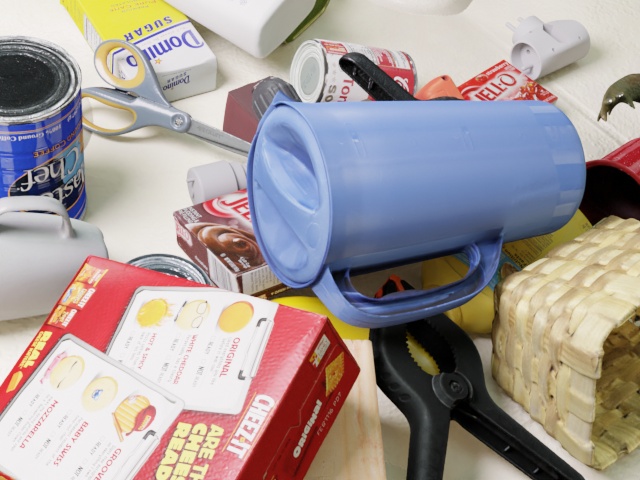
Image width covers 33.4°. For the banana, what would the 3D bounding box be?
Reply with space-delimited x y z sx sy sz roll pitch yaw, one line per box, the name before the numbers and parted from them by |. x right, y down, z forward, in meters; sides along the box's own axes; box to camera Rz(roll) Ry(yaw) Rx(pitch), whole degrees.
banana | 0.016 0.081 0.831 0.198 0.037 0.069 10 69 1

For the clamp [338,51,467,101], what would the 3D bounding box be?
clamp | 0.081 -0.077 0.889 0.171 0.039 0.120 16 84 -19

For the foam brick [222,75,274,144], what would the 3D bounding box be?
foam brick | -0.045 -0.103 0.972 0.052 0.051 0.078 -26 57 -29

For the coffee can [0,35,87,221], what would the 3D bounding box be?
coffee can | -0.241 -0.077 0.854 0.102 0.140 0.103 5 48 -6

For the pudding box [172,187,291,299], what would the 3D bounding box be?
pudding box | -0.056 0.001 0.869 0.089 0.039 0.114 -21 41 -25

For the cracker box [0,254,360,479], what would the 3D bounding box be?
cracker box | -0.104 0.109 0.679 0.214 0.072 0.164 12 61 36

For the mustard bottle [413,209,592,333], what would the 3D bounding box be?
mustard bottle | 0.141 0.024 0.886 0.191 0.058 0.096 -34 67 -33

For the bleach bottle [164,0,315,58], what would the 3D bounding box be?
bleach bottle | -0.131 -0.279 1.045 0.251 0.068 0.102 34 67 15

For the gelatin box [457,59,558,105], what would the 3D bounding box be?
gelatin box | 0.178 -0.135 1.055 0.089 0.030 0.073 -31 60 -32

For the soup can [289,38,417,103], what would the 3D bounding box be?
soup can | 0.030 -0.149 0.999 0.102 0.069 0.068 2 46 -30

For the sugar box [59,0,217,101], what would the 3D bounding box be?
sugar box | -0.180 -0.206 1.046 0.093 0.048 0.176 -20 53 -26

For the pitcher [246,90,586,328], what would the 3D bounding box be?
pitcher | 0.078 -0.035 0.799 0.242 0.149 0.145 -7 20 -27

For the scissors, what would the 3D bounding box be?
scissors | -0.129 -0.126 0.951 0.202 0.096 0.016 7 6 13

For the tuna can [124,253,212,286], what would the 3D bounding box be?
tuna can | -0.125 0.051 0.831 0.086 0.034 0.086 5 48 -6

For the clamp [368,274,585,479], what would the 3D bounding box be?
clamp | 0.083 0.119 0.761 0.164 0.036 0.210 -11 60 -39
